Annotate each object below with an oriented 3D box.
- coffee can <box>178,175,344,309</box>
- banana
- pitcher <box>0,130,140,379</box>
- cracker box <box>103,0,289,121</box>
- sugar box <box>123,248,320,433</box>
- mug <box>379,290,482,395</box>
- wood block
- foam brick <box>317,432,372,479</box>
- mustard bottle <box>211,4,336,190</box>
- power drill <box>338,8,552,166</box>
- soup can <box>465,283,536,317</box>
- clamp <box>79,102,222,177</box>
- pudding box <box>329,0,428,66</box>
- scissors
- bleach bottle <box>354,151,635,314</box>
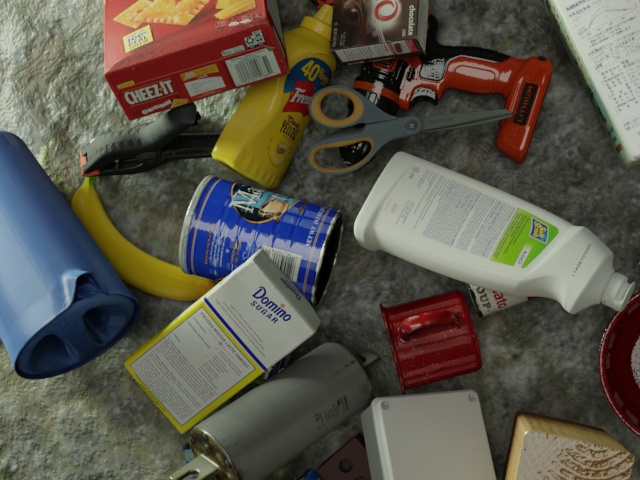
[{"bbox_3d":[-0.057,0.001,1.062,0.140,0.102,0.103,15,88,9],"label":"coffee can"},{"bbox_3d":[-0.198,0.007,1.116,0.198,0.037,0.069,44,95,9],"label":"banana"},{"bbox_3d":[-0.299,0.015,1.079,0.149,0.145,0.243,-39,68,8],"label":"pitcher"},{"bbox_3d":[-0.127,-0.231,1.052,0.164,0.072,0.214,-16,49,7],"label":"cracker box"},{"bbox_3d":[-0.094,0.097,1.019,0.176,0.048,0.093,-38,95,16],"label":"sugar box"},{"bbox_3d":[0.106,0.091,1.028,0.081,0.117,0.093,-15,64,2],"label":"mug"},{"bbox_3d":[0.213,0.212,0.954,0.090,0.206,0.091,12,88,9],"label":"wood block"},{"bbox_3d":[0.042,0.237,1.056,0.053,0.051,0.078,-42,81,3],"label":"foam brick"},{"bbox_3d":[-0.033,-0.149,1.072,0.058,0.096,0.191,28,89,29],"label":"mustard bottle"},{"bbox_3d":[0.124,-0.140,1.067,0.188,0.057,0.184,19,89,9],"label":"power drill"},{"bbox_3d":[0.191,0.028,1.040,0.102,0.068,0.068,-20,83,7],"label":"soup can"},{"bbox_3d":[-0.165,-0.096,1.100,0.172,0.120,0.039,-13,67,29],"label":"clamp"},{"bbox_3d":[0.060,-0.232,1.046,0.090,0.039,0.113,-5,70,24],"label":"pudding box"},{"bbox_3d":[0.075,-0.127,1.039,0.202,0.016,0.096,-22,90,11],"label":"scissors"},{"bbox_3d":[0.162,0.007,0.985,0.251,0.068,0.102,26,79,23],"label":"bleach bottle"}]
